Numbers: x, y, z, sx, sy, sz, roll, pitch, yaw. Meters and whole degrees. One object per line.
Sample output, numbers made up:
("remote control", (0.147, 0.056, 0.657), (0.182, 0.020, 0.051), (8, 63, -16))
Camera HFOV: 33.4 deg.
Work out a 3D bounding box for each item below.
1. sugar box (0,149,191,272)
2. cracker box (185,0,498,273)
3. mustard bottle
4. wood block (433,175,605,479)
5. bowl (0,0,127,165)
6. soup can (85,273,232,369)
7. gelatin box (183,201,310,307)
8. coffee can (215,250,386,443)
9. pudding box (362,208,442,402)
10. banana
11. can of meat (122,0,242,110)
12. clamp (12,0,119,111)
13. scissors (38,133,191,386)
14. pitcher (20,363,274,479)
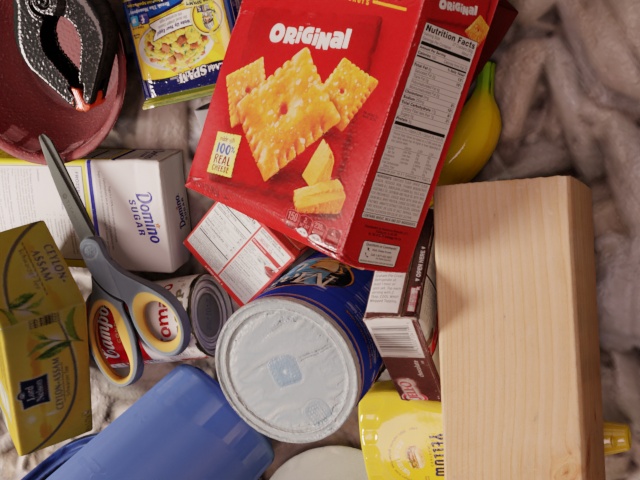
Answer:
("sugar box", (-0.193, -0.027, 0.864), (0.176, 0.048, 0.093), (3, 109, 18))
("cracker box", (0.011, -0.107, 0.678), (0.164, 0.071, 0.214), (27, 103, 44))
("mustard bottle", (0.127, 0.147, 0.778), (0.192, 0.058, 0.096), (-7, 99, 24))
("wood block", (0.132, 0.067, 0.698), (0.091, 0.090, 0.206), (-4, 85, 23))
("bowl", (-0.207, -0.142, 0.827), (0.162, 0.055, 0.162), (7, 109, 20))
("soup can", (-0.129, 0.065, 0.853), (0.102, 0.068, 0.068), (-9, 103, 24))
("gelatin box", (-0.055, 0.001, 0.811), (0.073, 0.030, 0.089), (47, 136, 3))
("coffee can", (0.002, 0.067, 0.758), (0.103, 0.140, 0.103), (7, 109, 20))
("pudding box", (0.067, 0.046, 0.727), (0.039, 0.090, 0.113), (1, 145, 18))
("banana", (0.055, -0.048, 0.762), (0.198, 0.037, 0.069), (-30, 64, 24))
("can of meat", (-0.089, -0.147, 0.776), (0.102, 0.057, 0.084), (-9, 101, 24))
("clamp", (-0.199, -0.176, 0.758), (0.120, 0.039, 0.171), (0, 107, 24))
("scissors", (-0.153, 0.012, 0.807), (0.096, 0.016, 0.202), (-8, 96, 22))
("pitcher", (-0.160, 0.209, 0.825), (0.149, 0.145, 0.242), (45, 75, 4))
